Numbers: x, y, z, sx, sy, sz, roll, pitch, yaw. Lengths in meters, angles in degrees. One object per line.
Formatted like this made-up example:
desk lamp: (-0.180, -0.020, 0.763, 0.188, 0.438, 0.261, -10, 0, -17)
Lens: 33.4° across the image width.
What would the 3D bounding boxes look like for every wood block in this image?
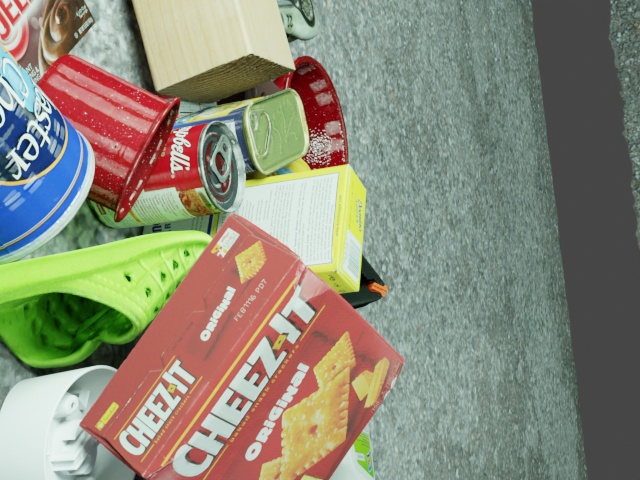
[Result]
wood block: (-0.101, -0.226, 0.865, 0.090, 0.090, 0.206, -2, 76, -68)

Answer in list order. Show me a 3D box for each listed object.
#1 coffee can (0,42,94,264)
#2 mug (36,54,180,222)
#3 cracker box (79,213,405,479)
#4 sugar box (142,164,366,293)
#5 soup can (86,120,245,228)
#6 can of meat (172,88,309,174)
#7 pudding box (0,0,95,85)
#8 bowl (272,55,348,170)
coffee can: (-0.204, -0.066, 0.584, 0.140, 0.103, 0.102, 56, 34, -47)
mug: (-0.147, -0.077, 0.718, 0.093, 0.081, 0.117, -61, -176, 34)
cracker box: (-0.039, 0.103, 0.730, 0.164, 0.072, 0.213, -55, 148, -7)
sugar box: (-0.055, 0.001, 0.829, 0.048, 0.176, 0.093, 49, 40, -51)
soup can: (-0.116, -0.047, 0.795, 0.068, 0.102, 0.068, -7, 90, -68)
can of meat: (-0.069, -0.083, 0.864, 0.102, 0.084, 0.057, -36, 117, -61)
pudding box: (-0.203, -0.153, 0.700, 0.113, 0.039, 0.090, -70, 145, -49)
bowl: (-0.025, -0.106, 1.097, 0.162, 0.055, 0.162, -7, 90, -68)
